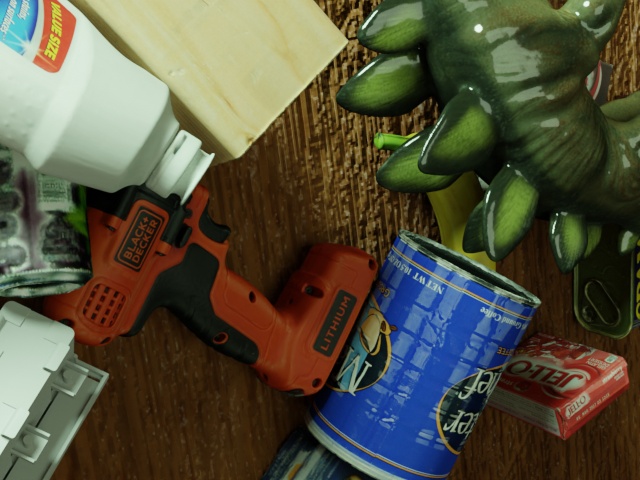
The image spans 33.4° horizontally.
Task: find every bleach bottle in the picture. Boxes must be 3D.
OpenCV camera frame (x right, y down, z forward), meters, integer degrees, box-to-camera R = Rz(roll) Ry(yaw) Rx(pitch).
[{"bbox_3d":[-0.157,-0.099,0.471,0.250,0.102,0.068,33,121,-10],"label":"bleach bottle"}]

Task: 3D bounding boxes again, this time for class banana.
[{"bbox_3d":[0.092,0.002,0.758,0.069,0.037,0.198,-22,111,-9],"label":"banana"}]

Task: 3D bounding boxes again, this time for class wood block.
[{"bbox_3d":[-0.098,-0.139,0.534,0.206,0.091,0.090,47,70,-16],"label":"wood block"}]

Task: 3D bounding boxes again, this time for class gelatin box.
[{"bbox_3d":[0.173,0.105,0.798,0.073,0.089,0.030,-30,115,-26],"label":"gelatin box"}]

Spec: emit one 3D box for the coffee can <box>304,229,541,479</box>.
[{"bbox_3d":[0.065,0.078,0.696,0.102,0.103,0.140,21,99,-35],"label":"coffee can"}]

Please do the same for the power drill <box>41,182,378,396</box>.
[{"bbox_3d":[-0.054,0.001,0.646,0.187,0.057,0.184,31,82,-33],"label":"power drill"}]
